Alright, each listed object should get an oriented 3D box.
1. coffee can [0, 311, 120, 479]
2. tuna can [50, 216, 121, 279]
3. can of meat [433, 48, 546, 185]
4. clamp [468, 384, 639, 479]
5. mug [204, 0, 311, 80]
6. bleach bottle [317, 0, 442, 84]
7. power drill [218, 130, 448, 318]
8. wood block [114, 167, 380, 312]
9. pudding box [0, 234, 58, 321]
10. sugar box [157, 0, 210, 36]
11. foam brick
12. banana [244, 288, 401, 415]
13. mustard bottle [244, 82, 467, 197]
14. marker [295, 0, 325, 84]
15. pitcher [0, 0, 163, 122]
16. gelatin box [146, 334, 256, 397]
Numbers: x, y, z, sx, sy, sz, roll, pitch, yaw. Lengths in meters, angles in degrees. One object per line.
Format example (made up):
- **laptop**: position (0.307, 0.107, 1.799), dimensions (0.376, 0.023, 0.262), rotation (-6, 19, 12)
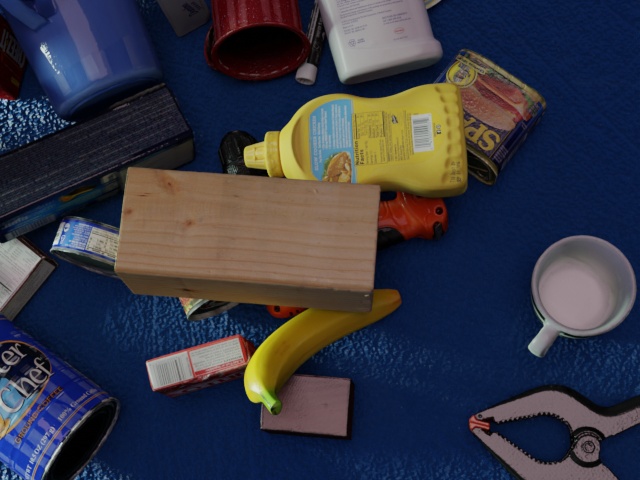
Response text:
- **coffee can**: position (-0.263, 0.142, 0.938), dimensions (0.140, 0.103, 0.103), rotation (34, 83, 12)
- **tuna can**: position (-0.199, 0.008, 0.971), dimensions (0.086, 0.086, 0.033), rotation (15, 77, 9)
- **can of meat**: position (0.143, -0.115, 0.979), dimensions (0.102, 0.057, 0.084), rotation (37, 81, 13)
- **clamp**: position (0.235, 0.168, 0.914), dimensions (0.210, 0.036, 0.164), rotation (18, 80, 10)
- **mug**: position (-0.068, -0.205, 1.010), dimensions (0.117, 0.093, 0.081), rotation (-29, 59, 39)
- **bleach bottle**: position (0.036, -0.278, 0.989), dimensions (0.102, 0.068, 0.251), rotation (-13, 90, -1)
- **power drill**: position (0.011, -0.040, 0.977), dimensions (0.187, 0.057, 0.184), rotation (-20, 76, 3)
- **wood block**: position (-0.056, 0.002, 0.888), dimensions (0.206, 0.091, 0.090), rotation (4, 75, 3)
- **pudding box**: position (-0.318, 0.036, 1.001), dimensions (0.090, 0.039, 0.113), rotation (37, 85, 13)
- **sugar box**: position (-0.166, -0.294, 1.032), dimensions (0.048, 0.093, 0.176), rotation (-30, 77, -1)
- **foam brick**: position (-0.011, 0.146, 0.937), dimensions (0.078, 0.053, 0.051), rotation (4, 78, 7)
- **banana**: position (-0.007, 0.090, 0.920), dimensions (0.070, 0.037, 0.197), rotation (20, 38, 29)
- **mustard bottle**: position (0.029, -0.080, 0.924), dimensions (0.192, 0.058, 0.096), rotation (-4, 78, 7)
- **marker**: position (-0.002, -0.210, 1.034), dimensions (0.020, 0.020, 0.121), rotation (11, 79, 8)
- **pitcher**: position (-0.247, -0.238, 0.990), dimensions (0.149, 0.145, 0.243), rotation (-23, 86, -21)
- **gelatin box**: position (-0.101, 0.112, 0.943), dimensions (0.089, 0.073, 0.030), rotation (-16, 76, 1)
